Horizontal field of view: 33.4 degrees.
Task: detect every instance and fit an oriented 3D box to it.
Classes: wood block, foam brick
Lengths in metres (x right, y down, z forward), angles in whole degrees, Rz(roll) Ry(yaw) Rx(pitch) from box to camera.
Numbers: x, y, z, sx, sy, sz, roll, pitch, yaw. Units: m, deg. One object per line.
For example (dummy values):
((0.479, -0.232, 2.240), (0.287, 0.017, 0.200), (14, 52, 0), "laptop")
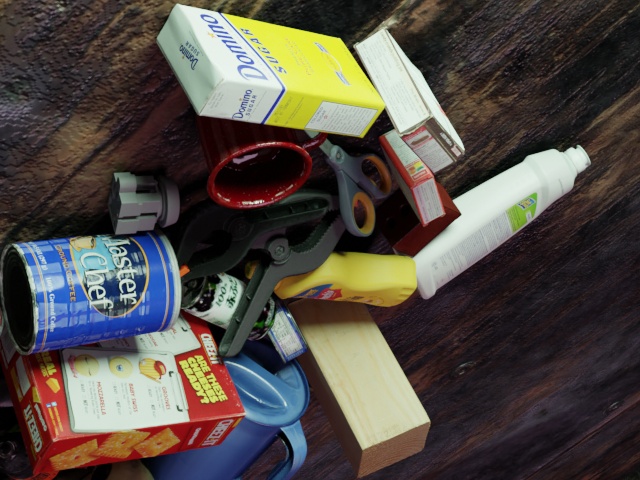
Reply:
((0.042, 0.165, 1.286), (0.090, 0.206, 0.091), (-20, 149, -14), "wood block")
((0.108, -0.029, 1.201), (0.078, 0.053, 0.051), (-43, 147, 21), "foam brick")

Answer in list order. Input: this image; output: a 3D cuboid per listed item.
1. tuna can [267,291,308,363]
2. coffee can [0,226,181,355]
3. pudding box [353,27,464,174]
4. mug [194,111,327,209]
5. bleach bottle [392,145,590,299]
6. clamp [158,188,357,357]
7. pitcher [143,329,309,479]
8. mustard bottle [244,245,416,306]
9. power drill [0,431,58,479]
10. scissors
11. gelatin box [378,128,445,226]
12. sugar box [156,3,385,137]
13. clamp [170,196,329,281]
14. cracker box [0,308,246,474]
((-0.047, 0.096, 1.228), (0.033, 0.086, 0.086), (-28, 150, -5), "tuna can")
((-0.215, 0.045, 0.994), (0.140, 0.103, 0.103), (-8, 144, -32), "coffee can")
((0.081, -0.127, 0.971), (0.039, 0.113, 0.090), (-34, 149, 14), "pudding box")
((-0.051, -0.091, 0.932), (0.117, 0.081, 0.093), (-20, 150, 2), "mug")
((0.208, -0.032, 1.273), (0.251, 0.068, 0.102), (-32, 150, 0), "bleach bottle")
((-0.057, 0.001, 1.092), (0.210, 0.036, 0.164), (-38, 120, -12), "clamp")
((-0.120, 0.238, 1.282), (0.145, 0.149, 0.243), (23, 127, -18), "pitcher")
((0.005, 0.039, 1.190), (0.191, 0.058, 0.096), (6, 167, -28), "mustard bottle")
((-0.271, 0.213, 1.208), (0.187, 0.057, 0.184), (-25, 168, -9), "power drill")
((0.014, -0.063, 1.057), (0.016, 0.096, 0.201), (4, 171, 35), "scissors")
((0.097, -0.067, 1.114), (0.030, 0.073, 0.089), (-29, 150, 1), "gelatin box")
((-0.038, -0.137, 0.875), (0.175, 0.093, 0.048), (4, 134, -44), "sugar box")
((-0.073, -0.018, 1.032), (0.171, 0.039, 0.120), (-44, 122, 7), "clamp")
((-0.205, 0.138, 1.081), (0.213, 0.164, 0.072), (0, 141, -39), "cracker box")
